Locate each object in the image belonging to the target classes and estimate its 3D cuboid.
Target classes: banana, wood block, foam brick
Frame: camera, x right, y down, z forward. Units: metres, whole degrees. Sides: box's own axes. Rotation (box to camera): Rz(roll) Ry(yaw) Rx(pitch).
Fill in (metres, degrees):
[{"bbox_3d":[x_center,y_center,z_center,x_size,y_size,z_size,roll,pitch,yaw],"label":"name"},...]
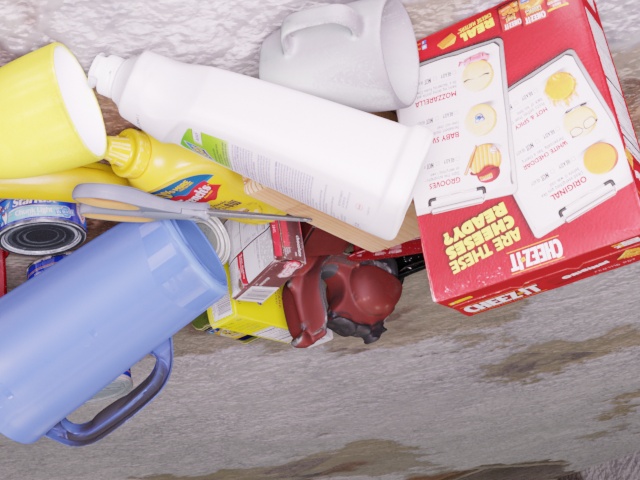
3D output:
[{"bbox_3d":[-0.228,-0.047,0.939,0.197,0.037,0.070,8,151,-37],"label":"banana"},{"bbox_3d":[0.025,-0.065,0.932,0.091,0.090,0.205,-20,156,27],"label":"wood block"},{"bbox_3d":[0.003,-0.022,1.077,0.051,0.053,0.078,-3,158,-16],"label":"foam brick"}]

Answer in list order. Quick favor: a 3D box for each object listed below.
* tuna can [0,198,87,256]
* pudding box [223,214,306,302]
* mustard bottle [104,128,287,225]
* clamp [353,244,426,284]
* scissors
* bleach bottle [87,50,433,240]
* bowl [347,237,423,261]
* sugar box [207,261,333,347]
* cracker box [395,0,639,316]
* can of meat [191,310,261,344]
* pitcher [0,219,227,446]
[{"bbox_3d":[-0.263,-0.016,1.004,0.086,0.034,0.086,-8,158,-4],"label":"tuna can"},{"bbox_3d":[-0.057,0.001,1.060,0.039,0.090,0.114,4,155,-28],"label":"pudding box"},{"bbox_3d":[-0.109,-0.060,0.928,0.096,0.058,0.191,-16,159,41],"label":"mustard bottle"},{"bbox_3d":[0.081,0.037,1.272,0.120,0.039,0.172,6,155,-11],"label":"clamp"},{"bbox_3d":[-0.116,-0.029,0.881,0.202,0.016,0.096,1,168,18],"label":"scissors"},{"bbox_3d":[-0.050,-0.082,0.767,0.251,0.068,0.102,22,161,5],"label":"bleach bottle"},{"bbox_3d":[0.102,-0.020,1.091,0.162,0.055,0.162,-10,173,-1],"label":"bowl"},{"bbox_3d":[-0.058,0.063,1.208,0.048,0.093,0.175,-25,155,33],"label":"sugar box"},{"bbox_3d":[0.149,-0.070,0.802,0.164,0.214,0.072,-21,155,27],"label":"cracker box"},{"bbox_3d":[-0.095,0.081,1.286,0.102,0.057,0.083,-26,151,35],"label":"can of meat"},{"bbox_3d":[-0.204,0.077,0.990,0.243,0.145,0.149,-34,156,6],"label":"pitcher"}]
